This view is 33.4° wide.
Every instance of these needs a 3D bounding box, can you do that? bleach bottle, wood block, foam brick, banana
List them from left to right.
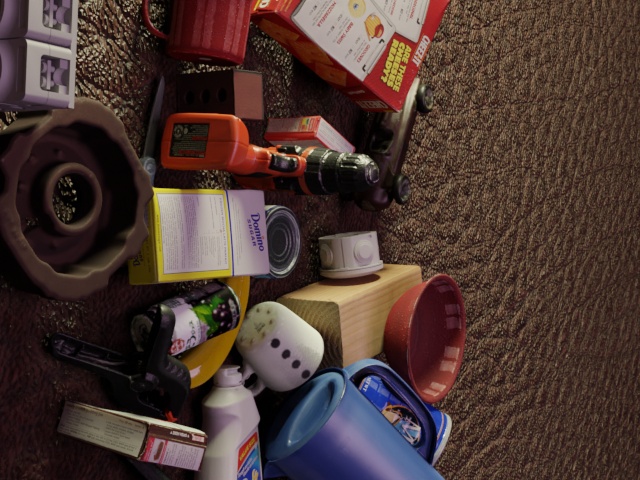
[{"bbox_3d":[-0.116,0.091,1.148,0.197,0.037,0.069,-60,138,-35],"label":"banana"},{"bbox_3d":[-0.105,-0.149,1.113,0.051,0.078,0.053,-7,96,-56],"label":"foam brick"},{"bbox_3d":[-0.102,0.263,1.156,0.102,0.068,0.251,-6,96,-65],"label":"bleach bottle"},{"bbox_3d":[0.043,0.093,1.341,0.205,0.091,0.090,-19,108,-55],"label":"wood block"}]

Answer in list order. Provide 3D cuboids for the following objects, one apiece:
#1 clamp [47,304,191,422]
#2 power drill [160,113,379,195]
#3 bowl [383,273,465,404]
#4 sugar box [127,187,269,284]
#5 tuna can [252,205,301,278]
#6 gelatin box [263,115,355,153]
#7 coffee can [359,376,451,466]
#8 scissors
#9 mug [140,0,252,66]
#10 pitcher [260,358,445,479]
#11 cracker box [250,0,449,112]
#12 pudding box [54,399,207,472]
[{"bbox_3d":[-0.164,0.119,1.016,0.171,0.120,0.039,52,27,-49],"label":"clamp"},{"bbox_3d":[-0.056,-0.083,1.099,0.187,0.185,0.057,15,80,-53],"label":"power drill"},{"bbox_3d":[0.124,0.120,1.332,0.161,0.055,0.162,-10,102,-56],"label":"bowl"},{"bbox_3d":[-0.123,-0.006,1.086,0.175,0.048,0.093,-1,86,-58],"label":"sugar box"},{"bbox_3d":[-0.058,0.002,1.233,0.086,0.034,0.086,-5,96,-57],"label":"tuna can"},{"bbox_3d":[-0.012,-0.116,1.260,0.089,0.073,0.030,34,64,-52],"label":"gelatin box"},{"bbox_3d":[0.078,0.226,1.333,0.140,0.103,0.102,34,56,-7],"label":"coffee can"},{"bbox_3d":[-0.167,-0.057,1.079,0.096,0.016,0.201,45,56,-48],"label":"scissors"},{"bbox_3d":[-0.124,-0.225,1.081,0.117,0.093,0.081,7,91,-26],"label":"mug"},{"bbox_3d":[0.063,0.261,1.229,0.242,0.149,0.144,44,42,-18],"label":"pitcher"},{"bbox_3d":[0.035,-0.274,1.258,0.213,0.072,0.164,33,75,-36],"label":"cracker box"},{"bbox_3d":[-0.175,0.182,0.994,0.089,0.114,0.039,27,73,-54],"label":"pudding box"}]
